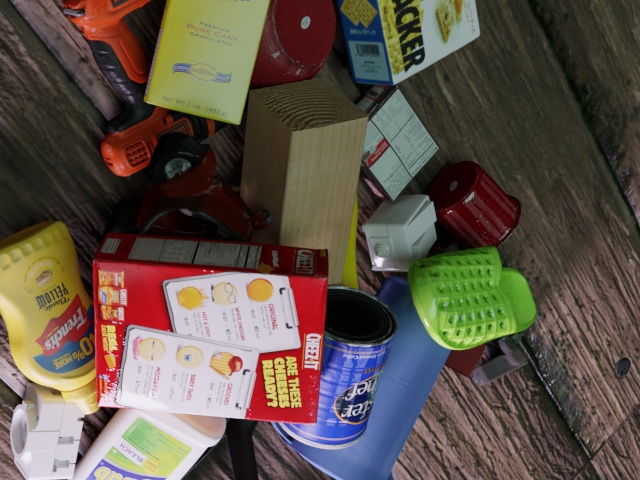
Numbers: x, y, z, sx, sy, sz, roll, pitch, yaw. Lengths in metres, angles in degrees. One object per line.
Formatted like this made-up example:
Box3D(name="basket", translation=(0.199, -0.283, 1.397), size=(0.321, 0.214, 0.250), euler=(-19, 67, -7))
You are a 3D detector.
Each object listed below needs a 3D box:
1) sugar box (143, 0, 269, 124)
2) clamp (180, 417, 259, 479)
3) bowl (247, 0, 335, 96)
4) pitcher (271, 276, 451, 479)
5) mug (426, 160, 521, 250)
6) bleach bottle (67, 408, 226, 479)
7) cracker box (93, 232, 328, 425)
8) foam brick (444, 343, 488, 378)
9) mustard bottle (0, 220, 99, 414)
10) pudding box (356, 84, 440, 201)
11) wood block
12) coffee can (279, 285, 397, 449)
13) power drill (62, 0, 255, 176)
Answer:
Box3D(name="sugar box", translation=(-0.100, -0.205, 0.997), size=(0.093, 0.048, 0.176), euler=(12, 100, -15))
Box3D(name="clamp", translation=(-0.094, 0.199, 1.156), size=(0.036, 0.165, 0.209), euler=(47, 57, -35))
Box3D(name="bowl", translation=(-0.035, -0.221, 1.079), size=(0.161, 0.055, 0.162), euler=(-6, 98, -47))
Box3D(name="pitcher", translation=(0.060, 0.163, 1.257), size=(0.243, 0.145, 0.149), euler=(-60, 152, -6))
Box3D(name="mug", translation=(0.171, -0.035, 1.286), size=(0.117, 0.093, 0.081), euler=(-36, 122, 20))
Box3D(name="bleach bottle", translation=(-0.209, 0.259, 1.120), size=(0.102, 0.068, 0.251), euler=(35, 106, -7))
Box3D(name="cracker box", translation=(-0.103, 0.083, 1.012), size=(0.213, 0.072, 0.164), euler=(4, 117, 0))
Box3D(name="foam brick", translation=(0.162, 0.131, 1.348), size=(0.078, 0.053, 0.051), euler=(31, 88, -36))
Box3D(name="mustard bottle", translation=(-0.261, 0.084, 1.045), size=(0.096, 0.058, 0.191), euler=(-32, 110, -37))
Box3D(name="pudding box", translation=(0.076, -0.113, 1.220), size=(0.090, 0.039, 0.113), euler=(-49, 131, -10))
Box3D(name="wood block", translation=(-0.023, -0.050, 1.095), size=(0.090, 0.091, 0.206), euler=(-15, 130, -30))
Box3D(name="coffee can", translation=(0.015, 0.134, 1.125), size=(0.102, 0.103, 0.140), euler=(-6, 125, -30))
Box3D(name="power drill", translation=(-0.155, -0.178, 1.047), size=(0.184, 0.057, 0.187), euler=(-33, 119, -24))
